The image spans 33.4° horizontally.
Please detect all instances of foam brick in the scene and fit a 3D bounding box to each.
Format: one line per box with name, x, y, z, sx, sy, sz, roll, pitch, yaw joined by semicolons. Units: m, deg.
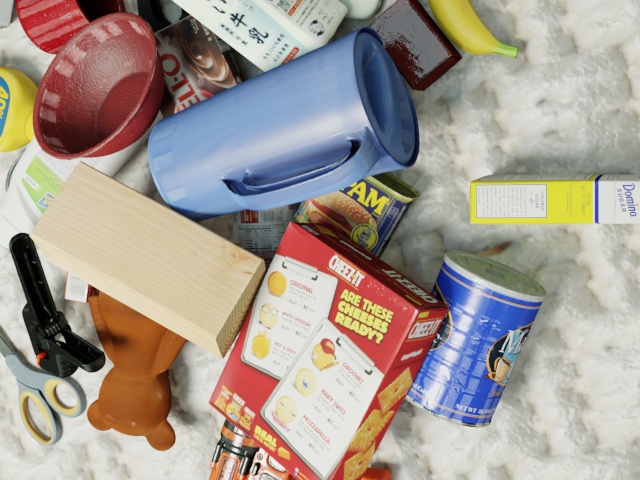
foam brick;0.091;-0.192;1.040;0.051;0.053;0.078;-39;83;19

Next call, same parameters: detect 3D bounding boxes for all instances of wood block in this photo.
wood block;-0.164;0.020;1.039;0.206;0.090;0.090;28;73;9

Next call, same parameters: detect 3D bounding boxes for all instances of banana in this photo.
banana;0.131;-0.261;1.030;0.069;0.037;0.198;-16;92;1

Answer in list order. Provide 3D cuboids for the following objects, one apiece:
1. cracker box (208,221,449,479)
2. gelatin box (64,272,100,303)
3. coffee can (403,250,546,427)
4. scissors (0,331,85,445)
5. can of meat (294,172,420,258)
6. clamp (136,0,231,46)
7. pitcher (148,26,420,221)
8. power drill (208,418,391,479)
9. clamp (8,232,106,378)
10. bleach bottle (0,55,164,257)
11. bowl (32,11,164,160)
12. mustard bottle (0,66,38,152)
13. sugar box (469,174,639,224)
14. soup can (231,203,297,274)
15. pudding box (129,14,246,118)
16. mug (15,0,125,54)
cracker box;0.004;0.113;1.028;0.164;0.072;0.214;35;109;29
gelatin box;-0.245;0.019;1.173;0.030;0.073;0.089;11;99;17
coffee can;0.143;0.093;1.028;0.103;0.102;0.140;24;104;15
scissors;-0.341;0.142;1.252;0.096;0.016;0.202;-23;88;19
can of meat;0.035;-0.036;1.077;0.102;0.057;0.084;34;109;13
clamp;-0.128;-0.222;1.123;0.120;0.039;0.171;-31;92;14
pitcher;-0.040;-0.093;0.999;0.243;0.149;0.145;-17;83;25
power drill;-0.024;0.243;1.132;0.188;0.057;0.184;21;101;18
clamp;-0.283;0.102;1.145;0.165;0.036;0.210;53;153;17
bleach bottle;-0.279;-0.082;1.146;0.102;0.068;0.251;44;94;4
bowl;-0.208;-0.142;1.054;0.162;0.055;0.162;-16;59;29
mustard bottle;-0.372;-0.152;1.206;0.192;0.058;0.096;21;103;16
sugar box;0.233;-0.038;0.987;0.176;0.093;0.048;3;98;19
soup can;-0.057;0.001;1.107;0.069;0.068;0.102;-1;96;19
pudding box;-0.130;-0.168;1.095;0.090;0.039;0.113;-22;97;19
mug;-0.270;-0.260;1.148;0.082;0.093;0.117;-17;61;25
